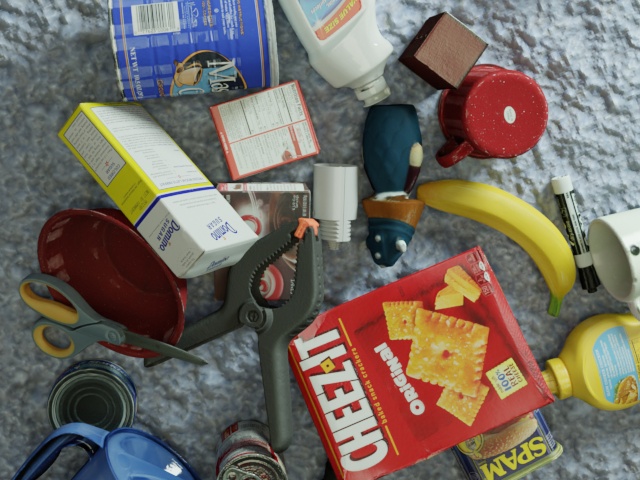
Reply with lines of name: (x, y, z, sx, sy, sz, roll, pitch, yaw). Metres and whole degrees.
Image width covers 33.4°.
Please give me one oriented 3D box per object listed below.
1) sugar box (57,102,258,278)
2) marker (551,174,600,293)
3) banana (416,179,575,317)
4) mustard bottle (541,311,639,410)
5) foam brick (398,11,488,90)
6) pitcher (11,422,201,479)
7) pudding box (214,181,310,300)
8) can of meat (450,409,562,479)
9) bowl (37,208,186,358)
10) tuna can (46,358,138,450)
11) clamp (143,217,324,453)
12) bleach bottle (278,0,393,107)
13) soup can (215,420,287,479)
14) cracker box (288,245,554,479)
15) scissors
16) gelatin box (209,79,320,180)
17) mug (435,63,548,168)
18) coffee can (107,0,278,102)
sugar box: (-0.143, -0.047, 0.947, 0.048, 0.093, 0.176, -45, 76, 25)
marker: (0.254, -0.006, 1.057, 0.020, 0.020, 0.121, -18, 97, -3)
banana: (0.185, -0.007, 1.044, 0.197, 0.037, 0.069, 40, 92, -10)
mustard bottle: (0.302, 0.117, 1.064, 0.191, 0.058, 0.096, -18, 101, -3)
foam brick: (0.113, -0.175, 0.991, 0.051, 0.078, 0.053, 35, 92, -9)
pitcher: (-0.230, 0.294, 1.001, 0.243, 0.149, 0.144, -46, 145, 11)
pudding box: (-0.057, 0.001, 1.016, 0.090, 0.039, 0.113, 0, 107, -6)
can of meat: (0.176, 0.192, 1.066, 0.102, 0.057, 0.084, -27, 98, -1)
bowl: (-0.180, 0.028, 0.983, 0.162, 0.055, 0.162, 17, 129, 22)
tuna can: (-0.221, 0.160, 1.034, 0.086, 0.034, 0.086, -1, 99, -5)
clamp: (-0.067, 0.070, 0.985, 0.165, 0.036, 0.210, 23, 97, 16)
bleach bottle: (0.006, -0.245, 0.979, 0.102, 0.068, 0.251, -27, 103, -1)
soup can: (-0.067, 0.219, 1.023, 0.068, 0.102, 0.068, -1, 99, -6)
cracker box: (0.088, 0.121, 1.011, 0.213, 0.072, 0.164, -23, 77, -1)
scissors: (-0.198, 0.097, 0.990, 0.202, 0.016, 0.096, 28, 127, 13)
gelatin box: (-0.052, -0.105, 1.010, 0.089, 0.030, 0.073, -18, 99, -2)
mug: (0.155, -0.112, 1.002, 0.117, 0.081, 0.093, -41, 100, 2)
coffee can: (-0.113, -0.182, 0.955, 0.140, 0.103, 0.103, -7, 99, -4)
